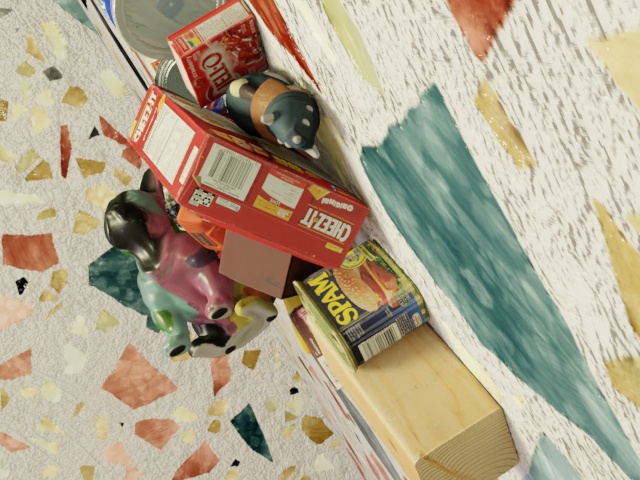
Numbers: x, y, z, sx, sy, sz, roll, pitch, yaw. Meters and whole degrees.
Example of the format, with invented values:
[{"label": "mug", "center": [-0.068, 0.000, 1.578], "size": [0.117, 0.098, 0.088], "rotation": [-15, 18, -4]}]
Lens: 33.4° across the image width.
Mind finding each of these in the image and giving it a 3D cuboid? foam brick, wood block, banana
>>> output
[{"label": "foam brick", "center": [-0.048, 0.016, 1.007], "size": [0.078, 0.053, 0.051], "rotation": [22, -162, 27]}, {"label": "wood block", "center": [0.080, 0.134, 0.976], "size": [0.206, 0.090, 0.091], "rotation": [51, 169, 46]}, {"label": "banana", "center": [-0.043, 0.059, 1.324], "size": [0.037, 0.069, 0.197], "rotation": [-2, 138, 28]}]

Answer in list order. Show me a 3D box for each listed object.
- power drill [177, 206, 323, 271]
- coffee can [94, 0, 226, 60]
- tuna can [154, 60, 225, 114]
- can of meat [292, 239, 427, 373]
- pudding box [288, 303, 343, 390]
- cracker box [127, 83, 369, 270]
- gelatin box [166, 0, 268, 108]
[{"label": "power drill", "center": [-0.057, 0.001, 1.134], "size": [0.188, 0.057, 0.184], "rotation": [25, 169, 23]}, {"label": "coffee can", "center": [-0.158, -0.238, 0.974], "size": [0.140, 0.102, 0.102], "rotation": [50, 169, 49]}, {"label": "tuna can", "center": [-0.141, -0.170, 1.171], "size": [0.033, 0.086, 0.086], "rotation": [-8, -122, -53]}, {"label": "can of meat", "center": [0.037, 0.056, 0.959], "size": [0.102, 0.084, 0.057], "rotation": [51, 169, 46]}, {"label": "pudding box", "center": [0.021, 0.117, 1.313], "size": [0.113, 0.039, 0.089], "rotation": [60, -148, 2]}, {"label": "cracker box", "center": [-0.073, -0.061, 0.971], "size": [0.164, 0.072, 0.214], "rotation": [23, -171, -27]}, {"label": "gelatin box", "center": [-0.088, -0.163, 0.936], "size": [0.030, 0.073, 0.089], "rotation": [56, 172, 22]}]
